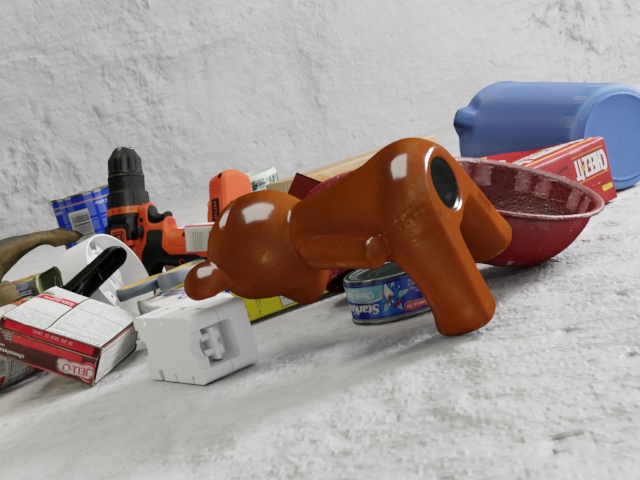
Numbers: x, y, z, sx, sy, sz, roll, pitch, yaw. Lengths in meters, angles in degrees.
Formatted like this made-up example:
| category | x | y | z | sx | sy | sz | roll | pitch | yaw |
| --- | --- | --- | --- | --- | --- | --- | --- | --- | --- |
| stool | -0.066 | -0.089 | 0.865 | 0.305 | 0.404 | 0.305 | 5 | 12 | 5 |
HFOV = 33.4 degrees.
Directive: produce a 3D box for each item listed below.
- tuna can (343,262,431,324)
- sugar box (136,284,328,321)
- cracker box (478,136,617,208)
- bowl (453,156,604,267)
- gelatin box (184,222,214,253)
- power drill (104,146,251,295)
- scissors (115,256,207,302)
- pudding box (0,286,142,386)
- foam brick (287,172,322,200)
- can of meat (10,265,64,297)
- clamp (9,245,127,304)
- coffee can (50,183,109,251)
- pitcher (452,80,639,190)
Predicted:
| category | x | y | z | sx | sy | sz | roll | pitch | yaw |
| --- | --- | --- | --- | --- | --- | --- | --- | --- | --- |
| tuna can | 0.061 | 0.034 | 0.816 | 0.086 | 0.034 | 0.086 | -16 | 7 | 2 |
| sugar box | -0.070 | 0.046 | 0.963 | 0.176 | 0.048 | 0.093 | -17 | 7 | -20 |
| cracker box | 0.152 | -0.041 | 1.044 | 0.214 | 0.072 | 0.163 | -8 | 11 | 44 |
| bowl | 0.139 | -0.020 | 0.847 | 0.162 | 0.055 | 0.162 | 7 | 18 | -3 |
| gelatin box | -0.081 | -0.004 | 1.056 | 0.089 | 0.030 | 0.073 | -3 | 3 | 12 |
| power drill | -0.163 | -0.028 | 1.200 | 0.188 | 0.184 | 0.057 | -10 | -5 | 34 |
| scissors | -0.136 | 0.031 | 1.035 | 0.096 | 0.016 | 0.201 | -18 | 2 | 5 |
| pudding box | -0.210 | 0.079 | 0.901 | 0.090 | 0.039 | 0.113 | 18 | 14 | 5 |
| foam brick | 0.007 | -0.027 | 1.025 | 0.052 | 0.051 | 0.078 | 24 | 0 | -42 |
| can of meat | -0.376 | 0.076 | 1.354 | 0.084 | 0.057 | 0.102 | -17 | 7 | 5 |
| clamp | -0.255 | 0.081 | 1.044 | 0.171 | 0.039 | 0.120 | -30 | 39 | 0 |
| coffee can | -0.273 | 0.002 | 1.357 | 0.103 | 0.140 | 0.103 | -16 | 7 | 2 |
| pitcher | 0.271 | -0.112 | 1.178 | 0.149 | 0.145 | 0.243 | -30 | 14 | -14 |
